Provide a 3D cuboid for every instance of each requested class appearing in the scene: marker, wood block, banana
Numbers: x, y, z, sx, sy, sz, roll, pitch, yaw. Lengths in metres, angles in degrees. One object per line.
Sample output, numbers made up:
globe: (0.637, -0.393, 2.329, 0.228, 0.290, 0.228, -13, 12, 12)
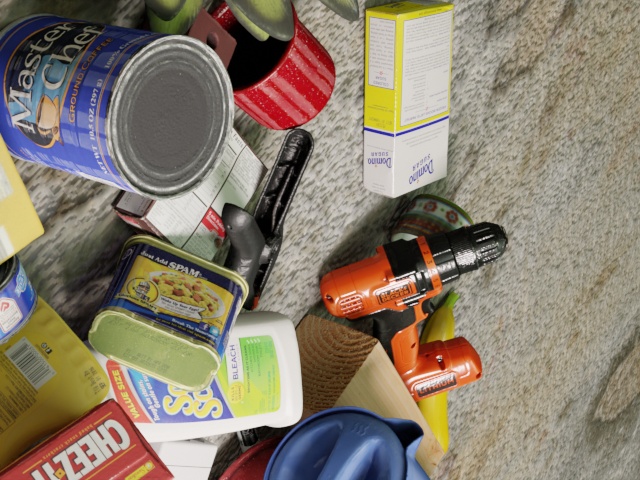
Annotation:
marker: (-0.074, 0.145, 0.958, 0.020, 0.020, 0.121, -39, 130, -35)
wood block: (0.034, 0.176, 1.043, 0.090, 0.090, 0.206, -54, 138, -22)
banana: (0.132, 0.160, 1.196, 0.069, 0.037, 0.198, -12, 112, -47)

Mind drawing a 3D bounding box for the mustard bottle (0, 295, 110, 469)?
mustard bottle: (-0.239, 0.124, 0.697, 0.191, 0.058, 0.096, -41, 88, -24)

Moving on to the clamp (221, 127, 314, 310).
clamp: (-0.056, 0.001, 0.858, 0.120, 0.039, 0.172, -41, 154, -48)

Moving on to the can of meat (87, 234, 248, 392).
can of meat: (-0.113, 0.054, 0.791, 0.084, 0.102, 0.058, -75, -169, -50)

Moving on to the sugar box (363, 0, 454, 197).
sugar box: (0.084, -0.138, 1.025, 0.093, 0.048, 0.176, -22, 123, -45)

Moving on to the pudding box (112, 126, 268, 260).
pudding box: (-0.100, -0.042, 0.844, 0.113, 0.039, 0.090, -60, 140, -19)

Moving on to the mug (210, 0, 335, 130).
mug: (-0.040, -0.149, 0.846, 0.081, 0.093, 0.117, 37, 45, -54)

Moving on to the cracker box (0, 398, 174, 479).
cracker box: (-0.191, 0.196, 0.689, 0.164, 0.072, 0.214, -35, 170, -26)

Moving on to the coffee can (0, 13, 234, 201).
coffee can: (-0.141, -0.090, 0.694, 0.102, 0.141, 0.103, -21, 118, -45)

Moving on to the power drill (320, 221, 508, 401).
power drill: (0.107, 0.072, 1.056, 0.184, 0.057, 0.187, -18, 130, 4)

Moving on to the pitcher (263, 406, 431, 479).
pitcher: (0.049, 0.265, 0.956, 0.242, 0.149, 0.145, 53, 42, -46)

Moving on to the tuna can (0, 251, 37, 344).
tuna can: (-0.228, 0.039, 0.682, 0.086, 0.086, 0.034, -42, 130, -33)

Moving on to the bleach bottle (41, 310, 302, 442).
bleach bottle: (-0.130, 0.118, 0.831, 0.250, 0.068, 0.102, -7, 94, -41)
